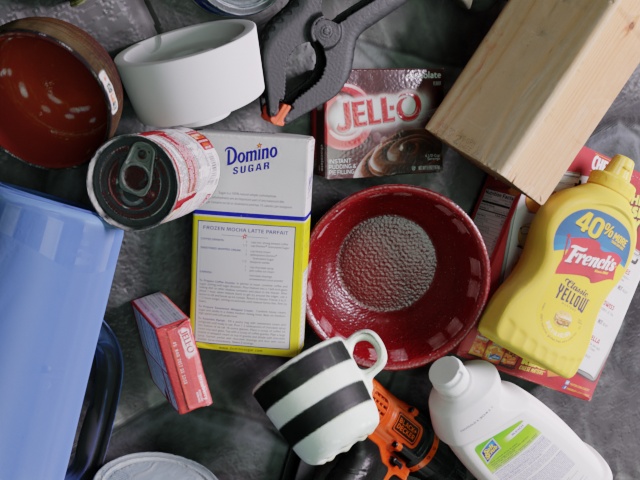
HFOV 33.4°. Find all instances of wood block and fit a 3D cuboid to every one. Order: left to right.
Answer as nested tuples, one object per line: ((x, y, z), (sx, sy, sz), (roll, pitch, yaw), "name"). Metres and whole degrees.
((0.191, -0.145, 0.874), (0.206, 0.090, 0.090), (-57, 144, 5), "wood block")

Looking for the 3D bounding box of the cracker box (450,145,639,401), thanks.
((0.210, 0.022, 0.982), (0.164, 0.072, 0.214), (20, 91, -26), "cracker box")

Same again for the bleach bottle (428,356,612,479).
((0.173, 0.174, 0.965), (0.102, 0.068, 0.250), (-43, 129, -1), "bleach bottle")

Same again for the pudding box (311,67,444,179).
((0.048, -0.100, 0.901), (0.113, 0.039, 0.090), (-5, 102, -23), "pudding box")

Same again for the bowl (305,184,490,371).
((0.060, 0.027, 0.909), (0.162, 0.055, 0.162), (-1, 104, -2), "bowl")

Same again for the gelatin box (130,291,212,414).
((-0.117, 0.087, 0.839), (0.030, 0.089, 0.073), (-19, 108, -19), "gelatin box")

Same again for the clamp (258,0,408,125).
((0.009, -0.166, 0.836), (0.120, 0.039, 0.171), (18, 100, -16), "clamp")

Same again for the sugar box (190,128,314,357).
((-0.055, 0.001, 0.856), (0.093, 0.048, 0.176), (5, 98, 5), "sugar box")

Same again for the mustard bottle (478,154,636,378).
((0.216, 0.014, 0.910), (0.096, 0.058, 0.191), (29, 87, -22), "mustard bottle")

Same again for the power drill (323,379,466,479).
((0.044, 0.232, 0.936), (0.184, 0.057, 0.187), (42, 65, -33), "power drill")

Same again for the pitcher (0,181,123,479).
((-0.220, 0.088, 0.781), (0.145, 0.149, 0.243), (17, 91, -1), "pitcher")

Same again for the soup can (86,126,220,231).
((-0.119, -0.047, 0.781), (0.068, 0.102, 0.068), (2, 100, 12), "soup can")
